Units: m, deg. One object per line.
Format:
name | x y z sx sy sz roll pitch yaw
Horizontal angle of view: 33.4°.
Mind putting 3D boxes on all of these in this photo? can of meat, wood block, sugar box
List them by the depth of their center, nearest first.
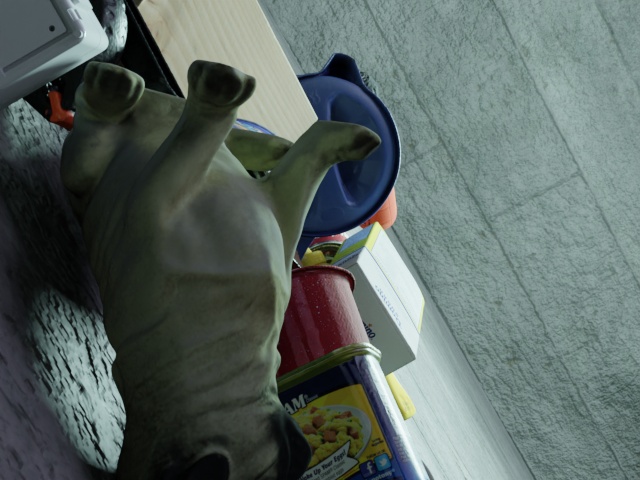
can of meat | 0.000 0.115 0.573 0.084 0.102 0.057 66 9 22
wood block | -0.090 -0.125 0.728 0.090 0.090 0.206 25 -19 32
sugar box | 0.047 0.047 0.914 0.093 0.048 0.176 58 15 -5

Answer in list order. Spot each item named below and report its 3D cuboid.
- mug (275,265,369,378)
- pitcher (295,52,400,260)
mug | -0.011 0.081 0.731 0.117 0.093 0.081 117 -40 -53
pitcher | -0.028 -0.078 0.961 0.145 0.149 0.243 59 -5 -15
